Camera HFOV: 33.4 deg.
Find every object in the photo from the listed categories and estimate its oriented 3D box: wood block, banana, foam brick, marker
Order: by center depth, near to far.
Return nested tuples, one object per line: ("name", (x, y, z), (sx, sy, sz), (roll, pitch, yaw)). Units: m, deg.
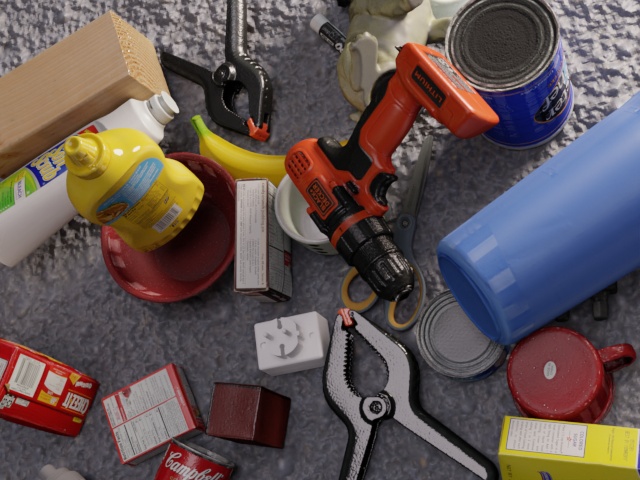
("foam brick", (-0.069, 0.168, 1.023), (0.053, 0.078, 0.051), (2, 74, 21))
("banana", (-0.045, -0.082, 1.104), (0.198, 0.070, 0.037), (9, 34, 15))
("marker", (0.033, -0.199, 1.135), (0.020, 0.020, 0.121), (-45, 66, 1))
("wood block", (-0.280, -0.151, 1.179), (0.206, 0.090, 0.091), (-27, 67, 15))

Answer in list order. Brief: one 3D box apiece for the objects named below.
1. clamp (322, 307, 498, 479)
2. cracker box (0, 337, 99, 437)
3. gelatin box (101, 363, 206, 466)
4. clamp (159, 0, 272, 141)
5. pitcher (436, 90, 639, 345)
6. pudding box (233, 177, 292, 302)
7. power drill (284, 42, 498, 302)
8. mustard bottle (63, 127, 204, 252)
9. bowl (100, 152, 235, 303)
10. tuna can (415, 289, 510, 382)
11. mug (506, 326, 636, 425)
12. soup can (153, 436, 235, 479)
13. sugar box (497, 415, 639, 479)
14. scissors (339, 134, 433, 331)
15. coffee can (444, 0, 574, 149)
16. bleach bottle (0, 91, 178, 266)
("clamp", (0.049, 0.167, 1.003), (0.164, 0.036, 0.210), (-29, 72, 8))
("cracker box", (-0.359, 0.126, 1.088), (0.214, 0.164, 0.072), (16, 77, 22))
("gelatin box", (-0.170, 0.177, 1.081), (0.089, 0.030, 0.073), (-28, 68, 9))
("clamp", (-0.095, -0.187, 1.160), (0.120, 0.039, 0.171), (-47, 66, 20))
("pitcher", (0.222, -0.019, 0.934), (0.242, 0.149, 0.145), (-33, 73, -7))
("pudding box", (-0.057, 0.001, 1.059), (0.039, 0.090, 0.113), (-5, 79, 13))
("power drill", (0.067, -0.064, 0.941), (0.188, 0.057, 0.184), (-48, 62, 24))
("mustard bottle", (-0.185, -0.055, 1.007), (0.096, 0.191, 0.058), (-45, 66, 1))
("bowl", (-0.146, -0.007, 1.115), (0.162, 0.055, 0.162), (-6, 72, 17))
("tuna can", (0.135, 0.089, 1.002), (0.086, 0.033, 0.086), (-6, 72, 17))
("mug", (0.220, 0.118, 0.937), (0.117, 0.081, 0.093), (-21, 68, 12))
("soup can", (-0.133, 0.249, 1.025), (0.069, 0.068, 0.102), (21, 82, 23))
("sugar box", (0.243, 0.196, 0.896), (0.176, 0.093, 0.048), (4, 51, 21))
("scissors", (0.067, -0.007, 1.065), (0.096, 0.016, 0.202), (-4, 72, 18))
("coffee can", (0.180, -0.158, 1.005), (0.103, 0.140, 0.103), (-6, 72, 17))
("bleach bottle", (-0.257, -0.078, 1.140), (0.251, 0.068, 0.102), (-35, 36, 13))
